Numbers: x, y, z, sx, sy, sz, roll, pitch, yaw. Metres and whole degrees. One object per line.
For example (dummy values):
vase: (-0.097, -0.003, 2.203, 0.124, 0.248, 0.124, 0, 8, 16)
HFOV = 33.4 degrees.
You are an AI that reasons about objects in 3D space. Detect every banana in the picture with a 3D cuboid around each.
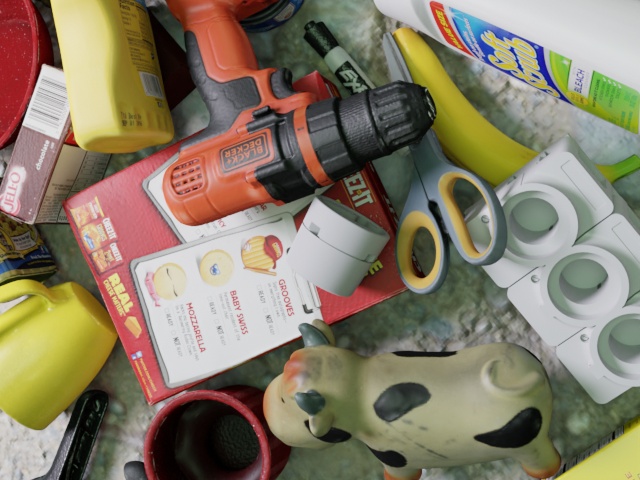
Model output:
banana: (0.120, -0.074, 0.746, 0.198, 0.037, 0.069, 32, 77, 10)

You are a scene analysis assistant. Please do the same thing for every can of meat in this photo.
can of meat: (-0.252, 0.001, 0.807, 0.057, 0.102, 0.084, -31, 85, 12)

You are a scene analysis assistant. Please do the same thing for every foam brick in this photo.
foam brick: (-0.135, -0.136, 0.800, 0.053, 0.051, 0.078, -43, 81, 11)

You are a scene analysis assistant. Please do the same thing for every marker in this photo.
marker: (0.028, -0.112, 0.775, 0.020, 0.020, 0.121, -40, 81, 11)

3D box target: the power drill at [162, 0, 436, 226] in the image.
power drill: (-0.028, -0.116, 0.698, 0.185, 0.057, 0.187, -19, 64, 15)

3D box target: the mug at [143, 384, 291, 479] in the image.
mug: (-0.070, 0.161, 0.770, 0.093, 0.081, 0.117, 4, 91, 14)

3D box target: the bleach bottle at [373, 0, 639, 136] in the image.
bleach bottle: (0.132, -0.145, 0.717, 0.251, 0.102, 0.068, 25, 79, 19)

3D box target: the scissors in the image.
scissors: (0.060, -0.047, 0.714, 0.096, 0.016, 0.202, -54, 44, 27)

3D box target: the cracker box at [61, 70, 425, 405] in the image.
cracker box: (-0.055, 0.001, 0.771, 0.214, 0.072, 0.164, -25, 86, 12)

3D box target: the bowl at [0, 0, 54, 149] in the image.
bowl: (-0.257, -0.131, 0.818, 0.162, 0.055, 0.162, -2, 86, 30)

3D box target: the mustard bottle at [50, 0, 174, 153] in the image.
mustard bottle: (-0.149, -0.158, 0.725, 0.058, 0.096, 0.191, -12, 89, 15)

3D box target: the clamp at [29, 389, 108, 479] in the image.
clamp: (-0.192, 0.211, 0.809, 0.172, 0.039, 0.120, -53, 48, 16)

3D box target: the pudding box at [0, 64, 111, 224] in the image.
pudding box: (-0.190, -0.067, 0.795, 0.039, 0.090, 0.113, 24, 95, 11)
